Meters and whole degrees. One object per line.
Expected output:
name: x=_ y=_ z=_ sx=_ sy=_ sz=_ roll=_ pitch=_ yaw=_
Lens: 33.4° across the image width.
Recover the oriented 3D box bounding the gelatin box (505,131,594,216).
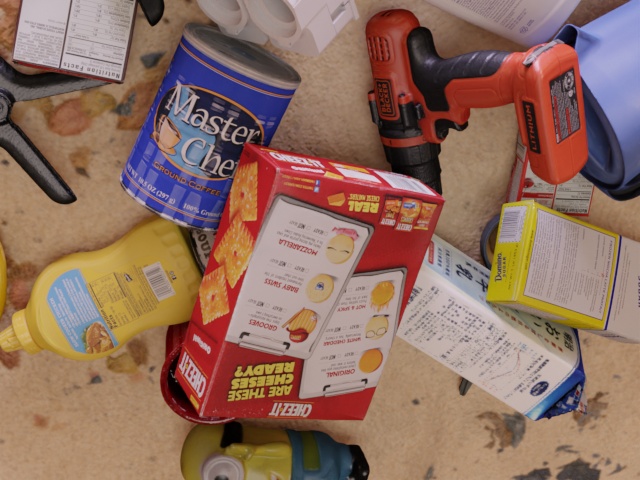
gelatin box: x=0.214 y=-0.067 z=0.973 sx=0.073 sy=0.030 sz=0.089 roll=2 pitch=113 yaw=-11

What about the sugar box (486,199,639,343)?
sugar box: x=0.236 y=0.032 z=0.974 sx=0.176 sy=0.048 sz=0.093 roll=19 pitch=78 yaw=-32

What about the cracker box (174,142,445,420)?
cracker box: x=-0.012 y=0.039 z=0.880 sx=0.163 sy=0.072 sz=0.214 roll=8 pitch=110 yaw=-32

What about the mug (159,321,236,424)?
mug: x=-0.089 y=0.103 z=0.973 sx=0.117 sy=0.081 sz=0.093 roll=-19 pitch=115 yaw=0

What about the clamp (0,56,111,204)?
clamp: x=-0.260 y=-0.099 z=0.875 sx=0.171 sy=0.039 sz=0.120 roll=11 pitch=94 yaw=-10

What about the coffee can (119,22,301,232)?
coffee can: x=-0.091 y=-0.092 z=0.874 sx=0.102 sy=0.103 sz=0.140 roll=21 pitch=109 yaw=-17

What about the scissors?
scissors: x=0.162 y=0.055 z=1.028 sx=0.096 sy=0.016 sz=0.202 roll=31 pitch=106 yaw=-19

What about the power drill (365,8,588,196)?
power drill: x=0.122 y=-0.095 z=0.870 sx=0.057 sy=0.188 sz=0.184 roll=-36 pitch=124 yaw=-37

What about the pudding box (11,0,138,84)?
pudding box: x=-0.189 y=-0.186 z=0.839 sx=0.090 sy=0.039 sz=0.113 roll=10 pitch=99 yaw=-14

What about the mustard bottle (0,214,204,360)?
mustard bottle: x=-0.196 y=0.053 z=0.946 sx=0.191 sy=0.058 sz=0.096 roll=-24 pitch=107 yaw=2

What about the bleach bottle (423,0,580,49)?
bleach bottle: x=0.094 y=-0.237 z=0.826 sx=0.250 sy=0.068 sz=0.103 roll=18 pitch=121 yaw=-30
